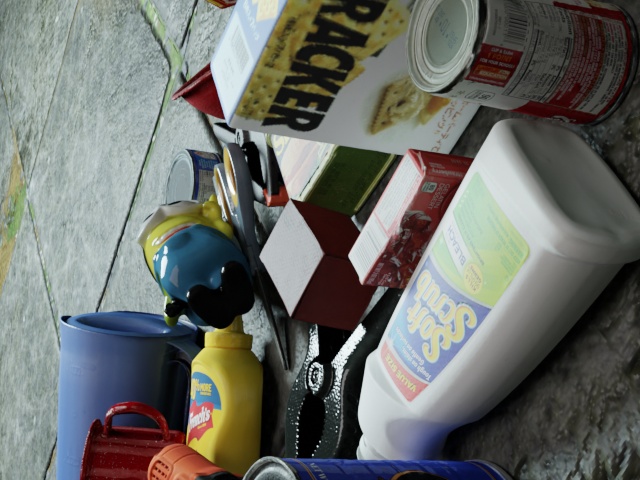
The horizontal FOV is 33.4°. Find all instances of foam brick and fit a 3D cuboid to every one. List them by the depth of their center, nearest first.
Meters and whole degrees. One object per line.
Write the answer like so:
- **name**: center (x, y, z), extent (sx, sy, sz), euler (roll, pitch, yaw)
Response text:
- **foam brick**: center (0.001, 0.016, 0.723), extent (0.053, 0.051, 0.078), euler (-61, 31, 21)

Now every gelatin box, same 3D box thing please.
- **gelatin box**: center (0.069, -0.010, 0.637), extent (0.089, 0.073, 0.030), euler (-62, 35, 34)

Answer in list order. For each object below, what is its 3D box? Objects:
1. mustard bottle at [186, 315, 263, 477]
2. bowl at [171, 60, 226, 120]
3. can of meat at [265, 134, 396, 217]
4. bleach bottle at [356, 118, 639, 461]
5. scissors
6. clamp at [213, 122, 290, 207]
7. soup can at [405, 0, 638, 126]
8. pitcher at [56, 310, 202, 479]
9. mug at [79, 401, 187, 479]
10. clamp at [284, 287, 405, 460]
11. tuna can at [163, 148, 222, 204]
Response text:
- **mustard bottle**: center (-0.082, 0.154, 0.901), extent (0.096, 0.058, 0.191), euler (167, 108, -66)
- **bowl**: center (-0.038, -0.142, 0.839), extent (0.162, 0.055, 0.162), euler (-37, 13, 10)
- **can of meat**: center (0.008, -0.072, 0.787), extent (0.102, 0.057, 0.084), euler (-57, 40, 42)
- **bleach bottle**: center (0.083, 0.057, 0.610), extent (0.251, 0.068, 0.102), euler (-64, 35, 37)
- **scissors**: center (-0.056, 0.001, 0.890), extent (0.096, 0.016, 0.202), euler (98, 154, -50)
- **clamp**: center (-0.059, -0.087, 0.936), extent (0.120, 0.039, 0.171), euler (109, 151, -53)
- **soup can**: center (0.105, -0.101, 0.559), extent (0.069, 0.102, 0.068), euler (-22, 65, 59)
- **pitcher**: center (-0.187, 0.193, 1.035), extent (0.149, 0.145, 0.243), euler (-150, 65, -78)
- **mug**: center (-0.160, 0.194, 0.930), extent (0.093, 0.081, 0.117), euler (-87, 1, -73)
- **clamp**: center (0.016, 0.094, 0.751), extent (0.165, 0.036, 0.210), euler (7, 86, 63)
- **tuna can**: center (-0.126, -0.047, 1.058), extent (0.086, 0.033, 0.086), euler (-23, 64, 59)
